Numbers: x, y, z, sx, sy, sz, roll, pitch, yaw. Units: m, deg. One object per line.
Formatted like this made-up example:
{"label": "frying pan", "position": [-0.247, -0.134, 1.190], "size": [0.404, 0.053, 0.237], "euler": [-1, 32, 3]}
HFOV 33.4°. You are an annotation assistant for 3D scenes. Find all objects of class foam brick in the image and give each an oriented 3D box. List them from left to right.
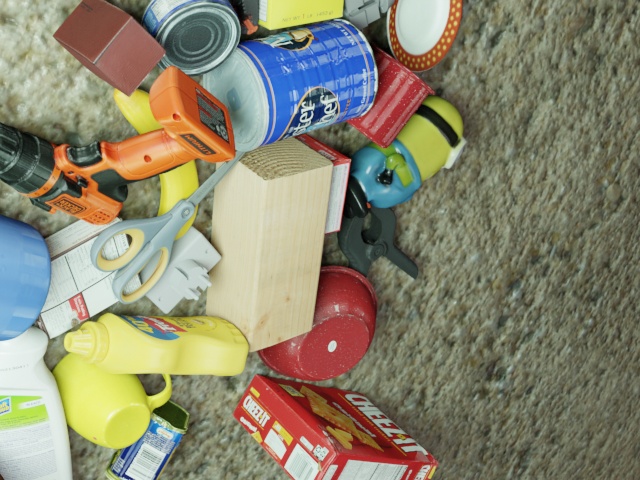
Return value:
{"label": "foam brick", "position": [-0.181, -0.168, 0.914], "size": [0.053, 0.078, 0.051], "euler": [-51, 138, -5]}

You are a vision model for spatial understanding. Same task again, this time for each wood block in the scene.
{"label": "wood block", "position": [-0.057, 0.001, 1.136], "size": [0.090, 0.091, 0.206], "euler": [-17, 127, -36]}

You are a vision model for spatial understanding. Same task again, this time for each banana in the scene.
{"label": "banana", "position": [-0.153, -0.070, 1.037], "size": [0.069, 0.037, 0.198], "euler": [-28, 133, -30]}

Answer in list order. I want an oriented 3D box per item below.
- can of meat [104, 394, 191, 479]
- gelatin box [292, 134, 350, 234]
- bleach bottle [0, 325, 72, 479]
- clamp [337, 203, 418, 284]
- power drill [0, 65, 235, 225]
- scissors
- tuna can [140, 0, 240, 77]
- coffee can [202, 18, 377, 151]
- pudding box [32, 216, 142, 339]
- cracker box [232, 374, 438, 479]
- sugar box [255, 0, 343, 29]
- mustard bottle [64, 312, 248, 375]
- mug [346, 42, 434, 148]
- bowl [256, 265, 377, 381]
{"label": "can of meat", "position": [-0.185, 0.221, 1.161], "size": [0.057, 0.102, 0.084], "euler": [31, 92, -5]}
{"label": "gelatin box", "position": [-0.006, -0.061, 1.154], "size": [0.030, 0.073, 0.089], "euler": [-16, 127, -36]}
{"label": "bleach bottle", "position": [-0.290, 0.169, 1.039], "size": [0.102, 0.068, 0.251], "euler": [-11, 126, -27]}
{"label": "clamp", "position": [0.069, 0.007, 1.297], "size": [0.120, 0.039, 0.171], "euler": [-26, 132, -31]}
{"label": "power drill", "position": [-0.182, -0.083, 0.915], "size": [0.188, 0.057, 0.184], "euler": [-19, 156, 20]}
{"label": "scissors", "position": [-0.148, -0.030, 1.027], "size": [0.096, 0.016, 0.202], "euler": [31, 93, -49]}
{"label": "tuna can", "position": [-0.116, -0.188, 0.956], "size": [0.086, 0.034, 0.086], "euler": [-19, 145, -15]}
{"label": "coffee can", "position": [-0.029, -0.154, 1.047], "size": [0.140, 0.103, 0.103], "euler": [-21, 129, -33]}
{"label": "pudding box", "position": [-0.235, 0.031, 1.029], "size": [0.113, 0.039, 0.090], "euler": [-32, 134, -26]}
{"label": "cracker box", "position": [0.021, 0.245, 1.319], "size": [0.213, 0.164, 0.072], "euler": [17, 106, -48]}
{"label": "sugar box", "position": [-0.018, -0.295, 1.005], "size": [0.093, 0.048, 0.176], "euler": [-19, 129, -34]}
{"label": "mustard bottle", "position": [-0.173, 0.106, 1.086], "size": [0.191, 0.096, 0.058], "euler": [6, 102, -44]}
{"label": "mug", "position": [0.064, -0.153, 1.157], "size": [0.081, 0.093, 0.117], "euler": [-53, 174, 6]}
{"label": "bowl", "position": [0.005, 0.112, 1.267], "size": [0.162, 0.055, 0.162], "euler": [-12, 124, -19]}
